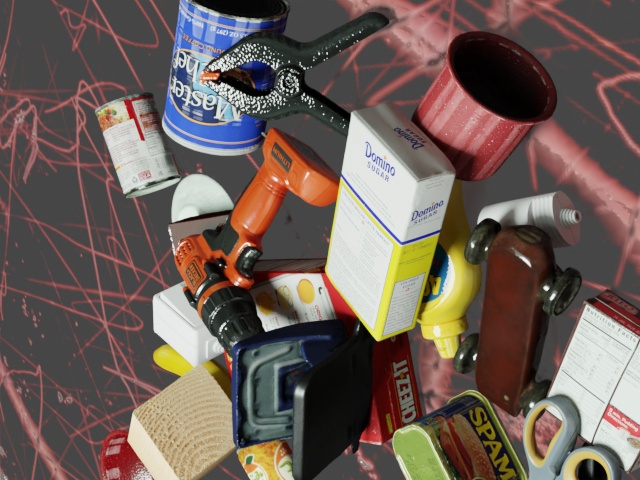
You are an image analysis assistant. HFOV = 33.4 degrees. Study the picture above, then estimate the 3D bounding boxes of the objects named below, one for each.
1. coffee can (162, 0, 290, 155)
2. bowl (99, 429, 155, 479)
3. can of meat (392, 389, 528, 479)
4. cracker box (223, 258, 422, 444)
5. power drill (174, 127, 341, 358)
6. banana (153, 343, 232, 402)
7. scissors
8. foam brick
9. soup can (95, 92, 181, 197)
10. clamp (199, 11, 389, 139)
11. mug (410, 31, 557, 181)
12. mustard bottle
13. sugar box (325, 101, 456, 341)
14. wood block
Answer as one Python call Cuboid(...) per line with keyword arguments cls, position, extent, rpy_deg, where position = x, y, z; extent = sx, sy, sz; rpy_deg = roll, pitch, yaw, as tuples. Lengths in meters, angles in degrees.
Cuboid(cls="coffee can", position=(-0.092, -0.166, 1.020), extent=(0.103, 0.102, 0.140), rpy_deg=(37, 128, 34))
Cuboid(cls="bowl", position=(-0.215, 0.310, 1.364), extent=(0.162, 0.055, 0.162), rpy_deg=(20, 118, 43))
Cuboid(cls="can of meat", position=(0.120, 0.192, 0.929), extent=(0.058, 0.083, 0.102), rpy_deg=(-37, 76, 48))
Cuboid(cls="cracker box", position=(-0.008, 0.101, 1.049), extent=(0.214, 0.071, 0.164), rpy_deg=(-2, 103, 47))
Cuboid(cls="power drill", position=(-0.057, 0.001, 0.995), extent=(0.188, 0.057, 0.185), rpy_deg=(-53, 40, 12))
Cuboid(cls="banana", position=(-0.134, 0.165, 1.236), extent=(0.198, 0.037, 0.070), rpy_deg=(37, 128, 34))
Cuboid(cls="scissors", position=(0.190, 0.214, 0.867), extent=(0.096, 0.016, 0.202), rpy_deg=(33, 133, 39))
Cuboid(cls="foam brick", position=(-0.112, -0.002, 1.122), extent=(0.078, 0.051, 0.053), rpy_deg=(-9, 97, 26))
Cuboid(cls="soup can", position=(-0.203, -0.106, 1.192), extent=(0.069, 0.068, 0.102), rpy_deg=(-20, 89, 49))
Cuboid(cls="clamp", position=(-0.018, -0.153, 0.940), extent=(0.171, 0.039, 0.120), rpy_deg=(11, 106, 1))
Cuboid(cls="mug", position=(0.120, -0.109, 0.829), extent=(0.082, 0.093, 0.117), rpy_deg=(123, 150, -47))
Cuboid(cls="mustard bottle", position=(0.092, 0.007, 0.914), extent=(0.096, 0.058, 0.191), rpy_deg=(-7, 99, 50))
Cuboid(cls="sugar box", position=(0.052, -0.013, 0.857), extent=(0.093, 0.048, 0.176), rpy_deg=(52, 145, 35))
Cuboid(cls="wood block", position=(-0.147, 0.213, 1.164), extent=(0.091, 0.090, 0.206), rpy_deg=(52, 160, 8))
